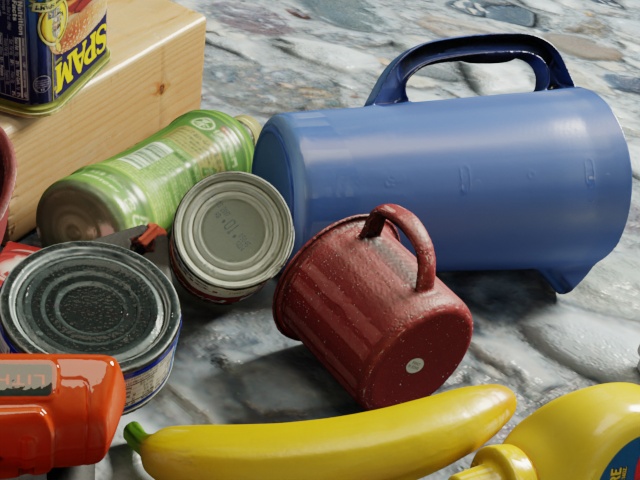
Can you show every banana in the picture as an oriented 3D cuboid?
[{"bbox_3d":[-0.001,0.095,0.506,0.198,0.037,0.069,-4,29,0],"label":"banana"}]

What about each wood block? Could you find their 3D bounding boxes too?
[{"bbox_3d":[-0.176,-0.095,0.736,0.090,0.091,0.205,26,41,20],"label":"wood block"}]

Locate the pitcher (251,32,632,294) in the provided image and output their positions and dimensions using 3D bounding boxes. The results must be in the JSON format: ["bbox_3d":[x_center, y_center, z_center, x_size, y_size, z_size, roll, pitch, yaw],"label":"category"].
[{"bbox_3d":[0.079,-0.049,0.742,0.242,0.145,0.149,-4,46,-20],"label":"pitcher"}]

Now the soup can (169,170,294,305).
[{"bbox_3d":[-0.054,0.001,0.625,0.068,0.068,0.102,10,-9,-7],"label":"soup can"}]

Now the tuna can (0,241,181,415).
[{"bbox_3d":[-0.109,0.040,0.500,0.086,0.034,0.086,10,42,-9],"label":"tuna can"}]

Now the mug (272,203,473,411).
[{"bbox_3d":[0.036,0.035,0.604,0.093,0.117,0.082,-9,40,-37],"label":"mug"}]

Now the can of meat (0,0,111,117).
[{"bbox_3d":[-0.168,-0.137,0.647,0.057,0.084,0.102,16,38,9],"label":"can of meat"}]
